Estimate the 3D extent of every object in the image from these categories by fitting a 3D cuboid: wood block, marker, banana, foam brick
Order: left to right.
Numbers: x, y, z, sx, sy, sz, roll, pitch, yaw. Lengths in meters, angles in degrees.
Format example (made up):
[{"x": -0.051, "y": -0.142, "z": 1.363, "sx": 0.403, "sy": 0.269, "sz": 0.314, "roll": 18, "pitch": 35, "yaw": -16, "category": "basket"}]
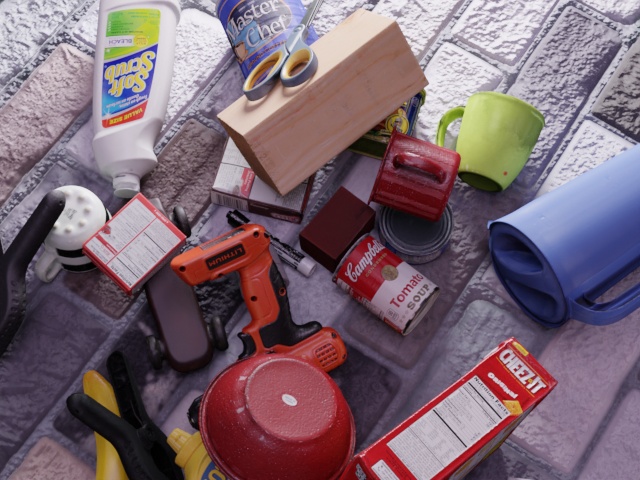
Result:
[{"x": -0.229, "y": 0.233, "z": 1.117, "sx": 0.069, "sy": 0.037, "sz": 0.198, "roll": 5, "pitch": 68, "yaw": 1, "category": "banana"}, {"x": -0.058, "y": 0.001, "z": 1.222, "sx": 0.121, "sy": 0.020, "sz": 0.020, "roll": 33, "pitch": 71, "yaw": 13, "category": "marker"}, {"x": 0.002, "y": -0.154, "z": 1.176, "sx": 0.206, "sy": 0.090, "sz": 0.091, "roll": -38, "pitch": 30, "yaw": -8, "category": "wood block"}, {"x": 0.020, "y": -0.011, "z": 1.210, "sx": 0.053, "sy": 0.051, "sz": 0.078, "roll": 38, "pitch": 73, "yaw": 13, "category": "foam brick"}]

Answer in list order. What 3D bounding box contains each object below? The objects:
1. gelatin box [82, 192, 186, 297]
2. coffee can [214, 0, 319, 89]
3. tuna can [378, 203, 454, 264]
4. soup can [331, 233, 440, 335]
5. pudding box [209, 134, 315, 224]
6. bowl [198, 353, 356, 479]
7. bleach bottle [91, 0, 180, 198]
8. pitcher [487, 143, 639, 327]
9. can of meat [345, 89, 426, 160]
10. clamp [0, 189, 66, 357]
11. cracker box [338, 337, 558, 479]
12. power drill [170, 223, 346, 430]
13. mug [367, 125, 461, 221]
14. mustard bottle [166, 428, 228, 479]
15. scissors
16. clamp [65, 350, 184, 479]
[{"x": -0.201, "y": 0.005, "z": 1.153, "sx": 0.073, "sy": 0.030, "sz": 0.089, "roll": 42, "pitch": 72, "yaw": 7, "category": "gelatin box"}, {"x": -0.055, "y": -0.236, "z": 1.274, "sx": 0.102, "sy": 0.103, "sz": 0.140, "roll": -20, "pitch": 69, "yaw": -8, "category": "coffee can"}, {"x": 0.109, "y": -0.016, "z": 1.222, "sx": 0.086, "sy": 0.034, "sz": 0.086, "roll": 0, "pitch": 68, "yaw": 0, "category": "tuna can"}, {"x": 0.072, "y": 0.049, "z": 1.177, "sx": 0.102, "sy": 0.068, "sz": 0.068, "roll": 38, "pitch": 72, "yaw": 13, "category": "soup can"}, {"x": -0.064, "y": -0.077, "z": 1.244, "sx": 0.113, "sy": 0.039, "sz": 0.090, "roll": 15, "pitch": 68, "yaw": 4, "category": "pudding box"}, {"x": -0.035, "y": 0.168, "z": 1.040, "sx": 0.162, "sy": 0.055, "sz": 0.162, "roll": 10, "pitch": 50, "yaw": -12, "category": "bowl"}, {"x": -0.219, "y": -0.172, "z": 1.271, "sx": 0.102, "sy": 0.068, "sz": 0.251, "roll": -2, "pitch": 70, "yaw": -1, "category": "bleach bottle"}, {"x": 0.319, "y": -0.013, "z": 1.170, "sx": 0.242, "sy": 0.145, "sz": 0.149, "roll": -31, "pitch": 91, "yaw": -15, "category": "pitcher"}, {"x": 0.065, "y": -0.147, "z": 1.264, "sx": 0.102, "sy": 0.057, "sz": 0.084, "roll": 16, "pitch": 71, "yaw": 7, "category": "can of meat"}, {"x": -0.341, "y": 0.034, "z": 1.159, "sx": 0.165, "sy": 0.036, "sz": 0.210, "roll": -1, "pitch": 81, "yaw": 41, "category": "clamp"}, {"x": 0.111, "y": 0.203, "z": 1.036, "sx": 0.213, "sy": 0.164, "sz": 0.072, "roll": -32, "pitch": 70, "yaw": -29, "category": "cracker box"}, {"x": -0.085, "y": 0.090, "z": 1.126, "sx": 0.184, "sy": 0.057, "sz": 0.187, "roll": -27, "pitch": 103, "yaw": -12, "category": "power drill"}, {"x": 0.105, "y": -0.072, "z": 1.165, "sx": 0.081, "sy": 0.117, "sz": 0.093, "roll": 19, "pitch": 79, "yaw": 2, "category": "mug"}, {"x": -0.079, "y": 0.257, "z": 1.092, "sx": 0.192, "sy": 0.058, "sz": 0.096, "roll": 36, "pitch": 66, "yaw": 12, "category": "mustard bottle"}, {"x": -0.013, "y": -0.225, "z": 1.181, "sx": 0.096, "sy": 0.016, "sz": 0.201, "roll": 8, "pitch": 52, "yaw": 44, "category": "scissors"}, {"x": -0.194, "y": 0.202, "z": 1.086, "sx": 0.039, "sy": 0.120, "sz": 0.171, "roll": -31, "pitch": 89, "yaw": 24, "category": "clamp"}]
